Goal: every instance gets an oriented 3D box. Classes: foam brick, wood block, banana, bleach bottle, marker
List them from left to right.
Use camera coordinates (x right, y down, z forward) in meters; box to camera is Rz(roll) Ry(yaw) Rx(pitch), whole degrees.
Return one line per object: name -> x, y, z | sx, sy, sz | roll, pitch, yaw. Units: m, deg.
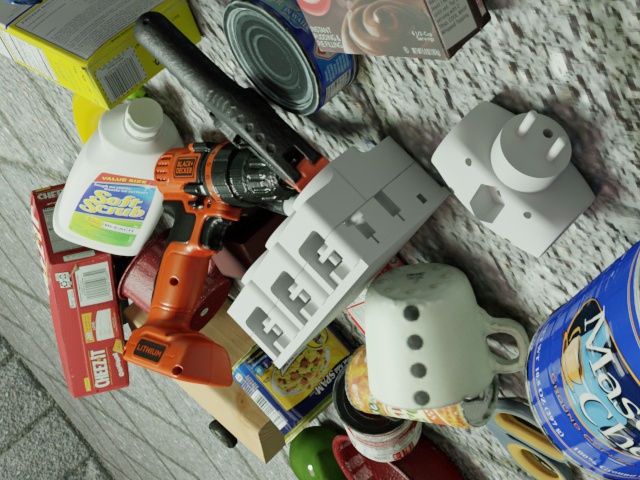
banana -> -0.203, -0.110, 1.001 | 0.069, 0.037, 0.198 | 47, 158, 2
bleach bottle -> -0.185, -0.063, 0.978 | 0.102, 0.068, 0.251 | 17, 155, -10
wood block -> -0.105, 0.128, 1.148 | 0.206, 0.090, 0.091 | 37, 156, 23
foam brick -> -0.056, 0.001, 0.895 | 0.078, 0.053, 0.051 | 14, 141, 53
marker -> -0.048, -0.036, 0.863 | 0.121, 0.020, 0.020 | 18, 144, 52

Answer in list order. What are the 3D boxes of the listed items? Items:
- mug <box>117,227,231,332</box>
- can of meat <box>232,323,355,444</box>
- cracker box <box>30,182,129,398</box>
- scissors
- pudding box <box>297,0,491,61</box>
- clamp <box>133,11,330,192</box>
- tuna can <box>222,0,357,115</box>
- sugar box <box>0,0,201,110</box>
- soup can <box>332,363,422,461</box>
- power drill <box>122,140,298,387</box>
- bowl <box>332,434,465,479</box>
mug -> -0.140, 0.038, 1.085 | 0.081, 0.093, 0.117 | 38, 120, 12
can of meat -> -0.019, 0.115, 0.953 | 0.084, 0.102, 0.057 | 48, 158, 6
cracker box -> -0.272, 0.049, 1.196 | 0.214, 0.072, 0.164 | -129, 32, -59
scissors -> 0.125, 0.138, 0.838 | 0.202, 0.016, 0.096 | 18, 144, 52
pudding box -> 0.023, -0.139, 0.532 | 0.114, 0.039, 0.090 | 16, 141, 53
clamp -> -0.050, -0.081, 0.723 | 0.172, 0.039, 0.120 | 45, -175, 28
tuna can -> -0.020, -0.119, 0.652 | 0.086, 0.033, 0.086 | 39, 157, 20
sugar box -> -0.180, -0.162, 0.799 | 0.176, 0.093, 0.048 | 28, 151, 42
soup can -> 0.050, 0.142, 0.894 | 0.068, 0.068, 0.102 | 39, 167, 22
power drill -> -0.084, 0.014, 0.821 | 0.057, 0.187, 0.185 | 17, 173, -33
bowl -> 0.087, 0.226, 1.002 | 0.162, 0.055, 0.162 | 39, 157, 20
